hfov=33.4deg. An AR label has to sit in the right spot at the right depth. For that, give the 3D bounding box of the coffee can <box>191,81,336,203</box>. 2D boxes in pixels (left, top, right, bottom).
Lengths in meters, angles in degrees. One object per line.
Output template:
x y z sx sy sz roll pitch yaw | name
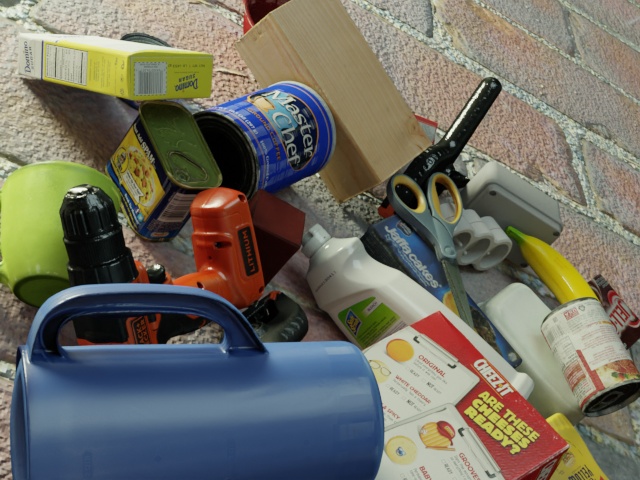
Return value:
-0.063 -0.093 1.053 0.103 0.103 0.140 48 37 9 | coffee can

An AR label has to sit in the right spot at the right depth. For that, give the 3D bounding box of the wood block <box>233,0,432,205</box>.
0.013 -0.155 1.137 0.090 0.090 0.206 -38 97 -34 | wood block

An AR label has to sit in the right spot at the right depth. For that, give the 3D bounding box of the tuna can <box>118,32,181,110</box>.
-0.175 -0.170 1.088 0.086 0.034 0.086 24 40 -22 | tuna can

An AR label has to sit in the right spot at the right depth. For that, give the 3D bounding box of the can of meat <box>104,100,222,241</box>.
-0.144 -0.061 0.963 0.057 0.084 0.102 -2 54 -43 | can of meat

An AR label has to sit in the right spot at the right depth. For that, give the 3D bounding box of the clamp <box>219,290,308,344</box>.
-0.046 0.089 0.887 0.171 0.120 0.039 -54 134 -55 | clamp

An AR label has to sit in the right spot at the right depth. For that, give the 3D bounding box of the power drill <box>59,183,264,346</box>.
-0.124 0.022 0.847 0.187 0.057 0.184 -35 123 -51 | power drill

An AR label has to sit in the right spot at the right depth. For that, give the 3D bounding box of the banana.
0.274 0.060 1.194 0.069 0.037 0.198 3 38 -34 | banana

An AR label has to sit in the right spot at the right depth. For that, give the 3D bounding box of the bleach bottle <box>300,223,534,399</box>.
0.077 0.079 1.005 0.251 0.103 0.068 47 32 5 | bleach bottle

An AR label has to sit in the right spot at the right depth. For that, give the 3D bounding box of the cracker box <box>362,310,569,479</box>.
0.062 0.171 0.853 0.213 0.072 0.164 -24 56 -30 | cracker box

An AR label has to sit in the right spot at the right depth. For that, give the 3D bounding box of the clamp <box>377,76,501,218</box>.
0.133 -0.075 1.220 0.036 0.165 0.209 32 56 19 | clamp

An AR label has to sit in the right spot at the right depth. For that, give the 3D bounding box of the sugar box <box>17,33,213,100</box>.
-0.190 -0.159 0.974 0.177 0.048 0.093 14 16 42 | sugar box

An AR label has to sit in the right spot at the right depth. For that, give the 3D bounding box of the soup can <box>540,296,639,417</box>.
0.271 0.116 1.068 0.068 0.069 0.102 7 48 -38 | soup can

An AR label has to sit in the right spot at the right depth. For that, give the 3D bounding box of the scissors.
0.110 0.003 1.080 0.096 0.016 0.201 18 48 -15 | scissors

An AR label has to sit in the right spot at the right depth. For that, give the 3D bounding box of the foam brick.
-0.056 0.001 0.985 0.053 0.078 0.051 29 40 -16 | foam brick

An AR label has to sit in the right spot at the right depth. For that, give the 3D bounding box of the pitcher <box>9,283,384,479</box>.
-0.084 0.119 0.721 0.242 0.149 0.145 -3 59 -19 | pitcher
